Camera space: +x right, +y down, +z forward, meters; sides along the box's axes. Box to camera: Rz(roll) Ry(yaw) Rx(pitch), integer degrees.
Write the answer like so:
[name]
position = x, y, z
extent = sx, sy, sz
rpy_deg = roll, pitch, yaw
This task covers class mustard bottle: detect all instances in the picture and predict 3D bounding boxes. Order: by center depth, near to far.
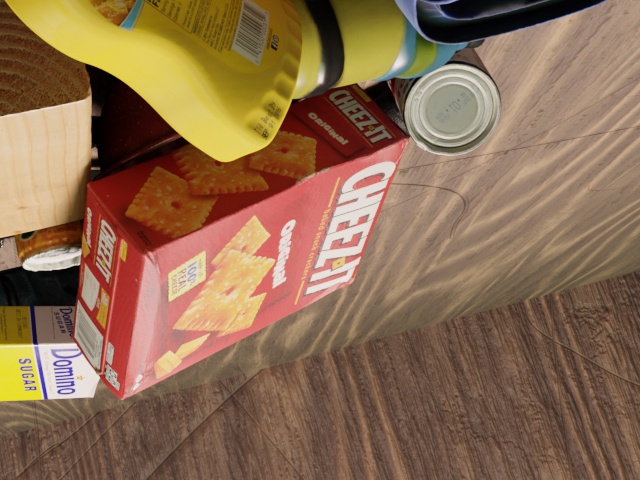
[mustard bottle]
position = -0.091, -0.120, 0.484
extent = 0.058, 0.096, 0.191
rpy_deg = -16, 143, 40

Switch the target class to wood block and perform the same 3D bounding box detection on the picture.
[wood block]
position = -0.185, -0.074, 0.619
extent = 0.090, 0.091, 0.206
rpy_deg = -13, 167, -15

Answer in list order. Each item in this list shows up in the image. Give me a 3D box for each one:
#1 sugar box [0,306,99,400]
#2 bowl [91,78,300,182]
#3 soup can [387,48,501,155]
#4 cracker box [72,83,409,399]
[sugar box]
position = -0.269, 0.095, 0.884
extent = 0.176, 0.048, 0.093
rpy_deg = 3, 142, -21
[bowl]
position = -0.083, -0.092, 0.694
extent = 0.162, 0.055, 0.162
rpy_deg = -23, -177, 1
[soup can]
position = 0.084, -0.107, 0.749
extent = 0.068, 0.068, 0.102
rpy_deg = -17, -154, 5
[cracker box]
position = -0.055, 0.001, 0.719
extent = 0.213, 0.072, 0.164
rpy_deg = -25, 151, -33
